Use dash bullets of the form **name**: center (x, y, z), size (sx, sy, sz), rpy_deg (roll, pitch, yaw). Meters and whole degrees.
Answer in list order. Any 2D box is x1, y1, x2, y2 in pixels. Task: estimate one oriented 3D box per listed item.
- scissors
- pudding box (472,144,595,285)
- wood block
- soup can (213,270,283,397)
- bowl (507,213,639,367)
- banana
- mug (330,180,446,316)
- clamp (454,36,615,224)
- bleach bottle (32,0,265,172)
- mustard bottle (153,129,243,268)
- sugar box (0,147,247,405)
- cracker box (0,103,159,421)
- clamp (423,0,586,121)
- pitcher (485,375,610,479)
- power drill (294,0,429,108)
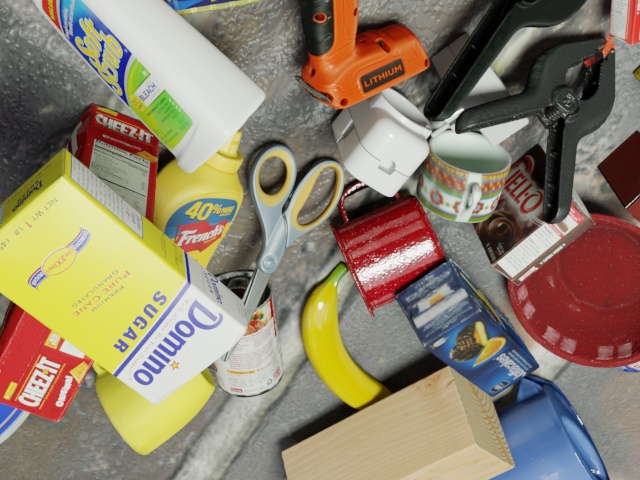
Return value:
- **scissors**: center (-0.056, 0.001, 0.935), size (0.096, 0.016, 0.201), rpy_deg (40, 85, -24)
- **pudding box**: center (0.182, -0.024, 0.942), size (0.090, 0.113, 0.039), rpy_deg (-43, 117, 17)
- **wood block**: center (0.075, 0.219, 1.071), size (0.206, 0.091, 0.090), rpy_deg (-31, 141, 20)
- **soup can**: center (-0.073, 0.089, 1.006), size (0.068, 0.068, 0.102), rpy_deg (-9, 124, -3)
- **bowl**: center (0.262, 0.038, 1.006), size (0.162, 0.055, 0.162), rpy_deg (11, 120, 20)
- **banana**: center (0.025, 0.114, 1.055), size (0.069, 0.037, 0.198), rpy_deg (-19, 124, 4)
- **mug**: center (0.059, -0.001, 0.964), size (0.081, 0.093, 0.117), rpy_deg (-25, 87, 2)
- **clamp**: center (0.198, -0.098, 0.881), size (0.171, 0.039, 0.120), rpy_deg (-41, 102, -22)
- **bleach bottle**: center (-0.161, -0.166, 0.808), size (0.250, 0.068, 0.103), rpy_deg (43, 152, -10)
- **mustard bottle**: center (-0.118, -0.017, 0.923), size (0.096, 0.058, 0.192), rpy_deg (2, 123, -52)
- **sugar box**: center (-0.139, 0.030, 0.714), size (0.093, 0.048, 0.176), rpy_deg (-39, 120, 14)
- **cracker box**: center (-0.195, 0.010, 0.850), size (0.072, 0.214, 0.164), rpy_deg (23, 116, -20)
- **clamp**: center (0.147, -0.207, 0.825), size (0.210, 0.036, 0.164), rpy_deg (-32, 127, -11)
- **pitcher**: center (0.177, 0.268, 1.118), size (0.243, 0.149, 0.144), rpy_deg (-32, 131, 16)
- **power drill**: center (0.036, -0.209, 0.817), size (0.184, 0.057, 0.187), rpy_deg (-27, 130, -18)
